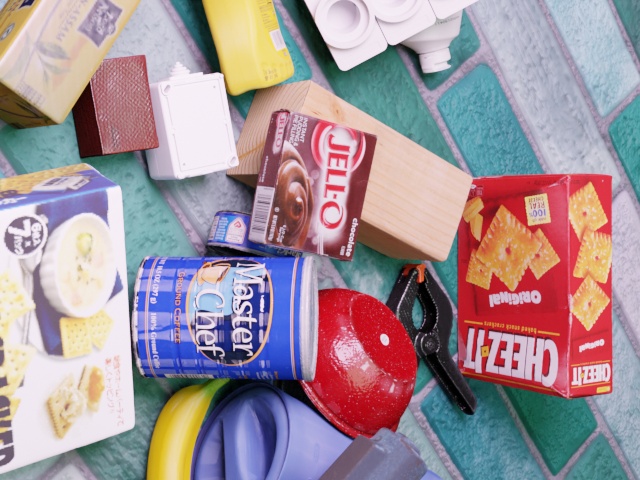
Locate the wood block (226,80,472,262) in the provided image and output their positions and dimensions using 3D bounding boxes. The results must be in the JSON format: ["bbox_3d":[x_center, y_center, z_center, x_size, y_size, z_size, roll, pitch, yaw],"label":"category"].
[{"bbox_3d":[0.030,-0.060,0.995,0.205,0.091,0.090,26,78,-32],"label":"wood block"}]

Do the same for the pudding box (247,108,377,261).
[{"bbox_3d":[-0.007,-0.045,0.892,0.089,0.039,0.113,12,92,-32],"label":"pudding box"}]

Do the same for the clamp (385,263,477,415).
[{"bbox_3d":[0.094,0.112,1.078,0.120,0.039,0.171,-17,95,-35],"label":"clamp"}]

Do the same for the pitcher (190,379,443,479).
[{"bbox_3d":[0.012,0.220,0.978,0.242,0.145,0.149,30,108,-35],"label":"pitcher"}]

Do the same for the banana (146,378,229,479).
[{"bbox_3d":[-0.120,0.208,0.908,0.037,0.070,0.198,22,64,-42],"label":"banana"}]

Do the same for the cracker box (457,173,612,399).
[{"bbox_3d":[0.212,0.041,1.078,0.071,0.164,0.214,-1,93,-33],"label":"cracker box"}]

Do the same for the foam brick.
[{"bbox_3d":[-0.172,-0.110,0.879,0.052,0.051,0.078,-12,98,-32],"label":"foam brick"}]

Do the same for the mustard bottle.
[{"bbox_3d":[-0.077,-0.225,0.919,0.096,0.058,0.191,-50,126,-69],"label":"mustard bottle"}]

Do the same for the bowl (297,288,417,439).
[{"bbox_3d":[0.038,0.101,0.974,0.162,0.055,0.162,38,31,-28],"label":"bowl"}]

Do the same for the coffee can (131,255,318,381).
[{"bbox_3d":[-0.075,0.064,0.881,0.140,0.103,0.103,0,92,4],"label":"coffee can"}]

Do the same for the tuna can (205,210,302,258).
[{"bbox_3d":[-0.056,0.001,0.942,0.086,0.086,0.034,20,79,-33],"label":"tuna can"}]
